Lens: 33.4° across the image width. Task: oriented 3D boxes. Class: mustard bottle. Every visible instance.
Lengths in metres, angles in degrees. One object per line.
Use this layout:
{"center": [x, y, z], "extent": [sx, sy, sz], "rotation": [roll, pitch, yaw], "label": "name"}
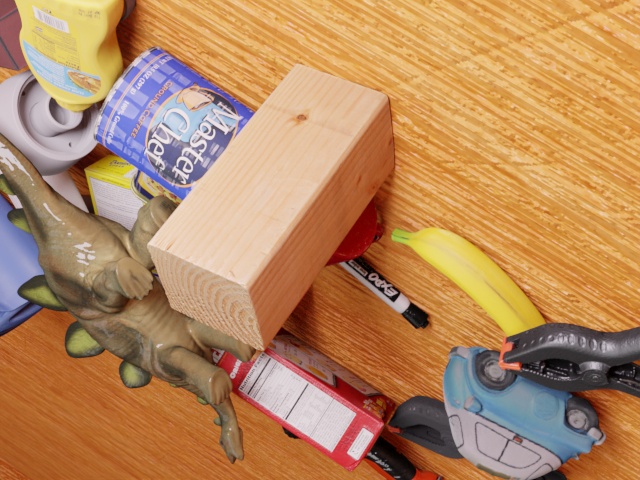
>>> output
{"center": [-0.221, -0.174, 0.948], "extent": [0.096, 0.058, 0.192], "rotation": [25, 151, 5], "label": "mustard bottle"}

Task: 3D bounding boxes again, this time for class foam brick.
{"center": [-0.299, -0.200, 1.020], "extent": [0.078, 0.053, 0.051], "rotation": [19, 142, 46], "label": "foam brick"}

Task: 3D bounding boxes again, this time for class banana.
{"center": [0.150, 0.048, 0.938], "extent": [0.197, 0.037, 0.070], "rotation": [43, 170, -10], "label": "banana"}

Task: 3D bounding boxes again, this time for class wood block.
{"center": [-0.032, -0.030, 0.835], "extent": [0.091, 0.205, 0.090], "rotation": [23, 149, 23], "label": "wood block"}

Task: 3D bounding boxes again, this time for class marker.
{"center": [0.059, 0.045, 1.046], "extent": [0.121, 0.020, 0.020], "rotation": [41, 152, -8], "label": "marker"}

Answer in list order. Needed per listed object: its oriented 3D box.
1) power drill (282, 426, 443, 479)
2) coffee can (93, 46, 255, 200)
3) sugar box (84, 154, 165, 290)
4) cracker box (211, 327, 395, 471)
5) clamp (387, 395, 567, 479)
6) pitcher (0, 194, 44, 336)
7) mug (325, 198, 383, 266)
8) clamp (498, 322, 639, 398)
{"center": [0.051, 0.271, 1.353], "extent": [0.187, 0.057, 0.185], "rotation": [44, 151, -14], "label": "power drill"}
{"center": [-0.113, -0.090, 0.943], "extent": [0.140, 0.102, 0.103], "rotation": [34, 152, 4], "label": "coffee can"}
{"center": [-0.199, -0.001, 1.184], "extent": [0.093, 0.048, 0.176], "rotation": [18, 131, 33], "label": "sugar box"}
{"center": [-0.027, 0.160, 1.183], "extent": [0.214, 0.072, 0.164], "rotation": [32, -176, 8], "label": "cracker box"}
{"center": [0.151, 0.203, 1.162], "extent": [0.210, 0.036, 0.164], "rotation": [7, 141, 43], "label": "clamp"}
{"center": [-0.439, -0.004, 1.388], "extent": [0.243, 0.144, 0.149], "rotation": [52, 158, 2], "label": "pitcher"}
{"center": [0.005, -0.014, 0.958], "extent": [0.117, 0.093, 0.082], "rotation": [17, 160, -35], "label": "mug"}
{"center": [0.240, 0.106, 0.894], "extent": [0.172, 0.039, 0.120], "rotation": [-2, 132, 30], "label": "clamp"}
